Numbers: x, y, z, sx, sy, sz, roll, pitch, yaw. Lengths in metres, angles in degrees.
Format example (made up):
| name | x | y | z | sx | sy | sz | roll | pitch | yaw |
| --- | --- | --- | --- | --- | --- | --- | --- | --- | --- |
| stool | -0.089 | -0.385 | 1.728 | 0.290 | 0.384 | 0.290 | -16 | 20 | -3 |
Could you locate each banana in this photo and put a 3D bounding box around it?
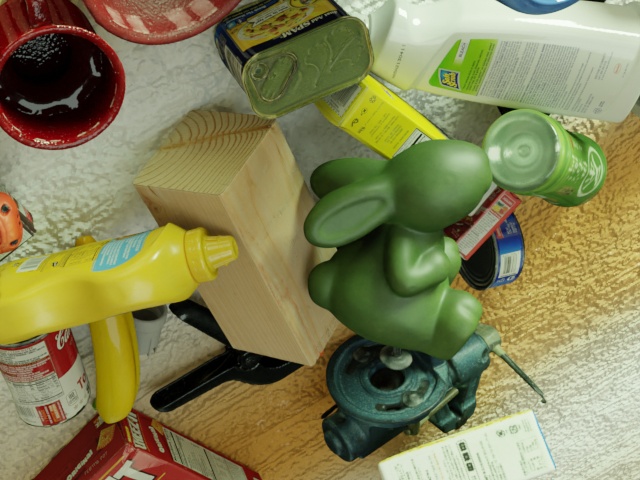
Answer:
| name | x | y | z | sx | sy | sz | roll | pitch | yaw |
| --- | --- | --- | --- | --- | --- | --- | --- | --- | --- |
| banana | -0.184 | 0.091 | 0.916 | 0.037 | 0.070 | 0.198 | -31 | 137 | -42 |

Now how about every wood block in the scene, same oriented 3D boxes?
| name | x | y | z | sx | sy | sz | roll | pitch | yaw |
| --- | --- | --- | --- | --- | --- | --- | --- | --- | --- |
| wood block | -0.056 | 0.001 | 0.883 | 0.090 | 0.091 | 0.206 | -57 | 140 | -31 |

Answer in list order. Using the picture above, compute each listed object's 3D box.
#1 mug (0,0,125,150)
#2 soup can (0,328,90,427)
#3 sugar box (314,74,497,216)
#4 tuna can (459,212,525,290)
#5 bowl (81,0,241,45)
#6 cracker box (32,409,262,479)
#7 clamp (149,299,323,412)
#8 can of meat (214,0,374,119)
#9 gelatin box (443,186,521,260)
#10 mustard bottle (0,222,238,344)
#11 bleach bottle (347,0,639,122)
| name | x | y | z | sx | sy | sz | roll | pitch | yaw |
| --- | --- | --- | --- | --- | --- | --- | --- | --- | --- |
| mug | -0.193 | -0.132 | 0.743 | 0.093 | 0.081 | 0.117 | -18 | 129 | -14 |
| soup can | -0.238 | 0.100 | 0.899 | 0.068 | 0.068 | 0.102 | -19 | 130 | -13 |
| sugar box | 0.066 | -0.092 | 0.895 | 0.176 | 0.093 | 0.048 | 26 | 108 | -38 |
| tuna can | 0.158 | 0.003 | 1.014 | 0.033 | 0.086 | 0.086 | -12 | 128 | -21 |
| bowl | -0.107 | -0.217 | 0.726 | 0.161 | 0.055 | 0.162 | -28 | 143 | -24 |
| cracker box | -0.173 | 0.270 | 1.052 | 0.164 | 0.072 | 0.213 | -45 | 130 | 9 |
| clamp | -0.076 | 0.095 | 0.996 | 0.171 | 0.039 | 0.120 | -12 | 132 | -27 |
| can of meat | -0.023 | -0.148 | 0.815 | 0.102 | 0.084 | 0.057 | -25 | 131 | -8 |
| gelatin box | 0.129 | -0.037 | 0.968 | 0.073 | 0.089 | 0.030 | -48 | 129 | 11 |
| mustard bottle | -0.155 | 0.027 | 0.813 | 0.192 | 0.096 | 0.058 | -14 | 105 | 11 |
| bleach bottle | 0.141 | -0.161 | 0.872 | 0.250 | 0.068 | 0.103 | 7 | 131 | -10 |
